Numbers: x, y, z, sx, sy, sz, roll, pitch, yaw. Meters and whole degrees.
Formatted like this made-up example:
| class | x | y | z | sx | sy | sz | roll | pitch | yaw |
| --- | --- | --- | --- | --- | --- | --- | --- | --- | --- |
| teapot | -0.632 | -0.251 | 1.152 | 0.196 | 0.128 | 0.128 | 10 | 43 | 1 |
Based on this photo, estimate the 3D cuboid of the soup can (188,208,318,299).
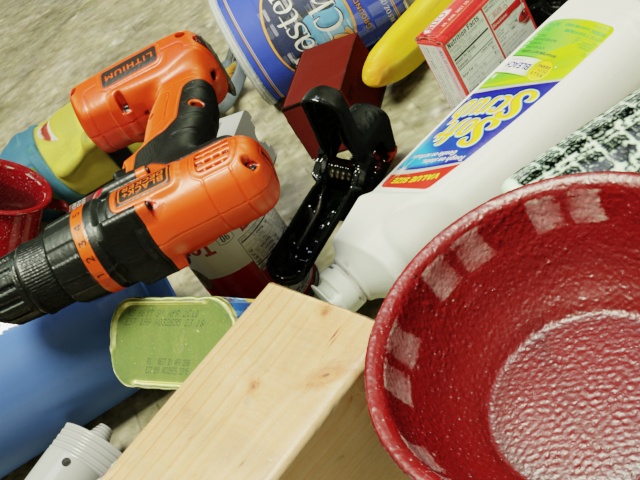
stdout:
| class | x | y | z | sx | sy | sz | roll | pitch | yaw |
| --- | --- | --- | --- | --- | --- | --- | --- | --- | --- |
| soup can | -0.054 | 0.001 | 0.682 | 0.069 | 0.102 | 0.068 | -23 | 35 | 17 |

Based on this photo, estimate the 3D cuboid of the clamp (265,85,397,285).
| class | x | y | z | sx | sy | sz | roll | pitch | yaw |
| --- | --- | --- | --- | --- | --- | --- | --- | --- | --- |
| clamp | 0.011 | -0.036 | 0.681 | 0.039 | 0.171 | 0.120 | 25 | 102 | 16 |

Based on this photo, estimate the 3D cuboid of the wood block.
| class | x | y | z | sx | sy | sz | roll | pitch | yaw |
| --- | --- | --- | --- | --- | --- | --- | --- | --- | --- |
| wood block | -0.042 | 0.132 | 0.511 | 0.090 | 0.090 | 0.206 | 18 | 59 | 44 |

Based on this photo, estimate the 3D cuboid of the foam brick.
| class | x | y | z | sx | sy | sz | roll | pitch | yaw |
| --- | --- | --- | --- | --- | --- | --- | --- | --- | --- |
| foam brick | 0.011 | -0.110 | 0.810 | 0.051 | 0.053 | 0.078 | -15 | 38 | 28 |

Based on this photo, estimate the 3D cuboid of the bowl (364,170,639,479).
| class | x | y | z | sx | sy | sz | roll | pitch | yaw |
| --- | --- | --- | --- | --- | --- | --- | --- | --- | --- |
| bowl | 0.101 | 0.049 | 0.428 | 0.162 | 0.055 | 0.162 | -19 | 43 | 18 |

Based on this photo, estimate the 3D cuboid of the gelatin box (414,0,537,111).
| class | x | y | z | sx | sy | sz | roll | pitch | yaw |
| --- | --- | --- | --- | --- | --- | --- | --- | --- | --- |
| gelatin box | 0.110 | -0.121 | 0.703 | 0.073 | 0.089 | 0.030 | -46 | 34 | -16 |

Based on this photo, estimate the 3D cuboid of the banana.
| class | x | y | z | sx | sy | sz | roll | pitch | yaw |
| --- | --- | --- | --- | --- | --- | --- | --- | --- | --- |
| banana | 0.091 | -0.183 | 0.828 | 0.037 | 0.069 | 0.197 | 37 | 76 | 11 |

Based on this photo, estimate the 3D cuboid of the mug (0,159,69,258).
| class | x | y | z | sx | sy | sz | roll | pitch | yaw |
| --- | --- | --- | --- | --- | --- | --- | --- | --- | --- |
| mug | -0.263 | -0.011 | 0.881 | 0.093 | 0.117 | 0.082 | 51 | 131 | 47 |

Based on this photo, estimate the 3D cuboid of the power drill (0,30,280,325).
| class | x | y | z | sx | sy | sz | roll | pitch | yaw |
| --- | --- | --- | --- | --- | --- | --- | --- | --- | --- |
| power drill | -0.116 | -0.041 | 0.643 | 0.184 | 0.057 | 0.187 | -24 | 38 | 9 |

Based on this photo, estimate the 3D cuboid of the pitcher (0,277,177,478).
| class | x | y | z | sx | sy | sz | roll | pitch | yaw |
| --- | --- | --- | --- | --- | --- | --- | --- | --- | --- |
| pitcher | -0.211 | 0.085 | 0.705 | 0.243 | 0.145 | 0.149 | -29 | 45 | 1 |

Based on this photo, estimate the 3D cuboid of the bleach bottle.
| class | x | y | z | sx | sy | sz | roll | pitch | yaw |
| --- | --- | --- | --- | --- | --- | --- | --- | --- | --- |
| bleach bottle | 0.099 | -0.043 | 0.640 | 0.250 | 0.068 | 0.103 | -42 | 28 | -8 |

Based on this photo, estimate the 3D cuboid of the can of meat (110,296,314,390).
| class | x | y | z | sx | sy | sz | roll | pitch | yaw |
| --- | --- | --- | --- | --- | --- | --- | --- | --- | --- |
| can of meat | -0.058 | 0.059 | 0.613 | 0.102 | 0.083 | 0.057 | -4 | 83 | 38 |

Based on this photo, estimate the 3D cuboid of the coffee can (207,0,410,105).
| class | x | y | z | sx | sy | sz | roll | pitch | yaw |
| --- | --- | --- | --- | --- | --- | --- | --- | --- | --- |
| coffee can | -0.007 | -0.191 | 0.882 | 0.140 | 0.102 | 0.103 | -30 | 33 | 7 |
